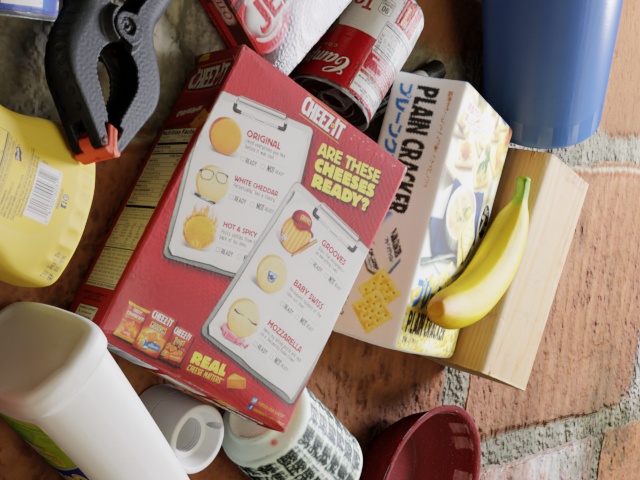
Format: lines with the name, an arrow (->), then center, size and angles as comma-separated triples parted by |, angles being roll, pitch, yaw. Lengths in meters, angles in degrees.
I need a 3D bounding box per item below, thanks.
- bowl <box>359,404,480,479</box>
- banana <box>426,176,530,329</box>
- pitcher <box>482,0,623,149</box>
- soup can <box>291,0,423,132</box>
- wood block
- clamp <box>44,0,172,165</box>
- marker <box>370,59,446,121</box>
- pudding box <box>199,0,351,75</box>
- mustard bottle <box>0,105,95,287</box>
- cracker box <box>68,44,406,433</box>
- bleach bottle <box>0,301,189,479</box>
bowl -> 0.082, 0.223, 0.985 | 0.161, 0.055, 0.162 | -16, 112, -46
banana -> 0.133, 0.024, 0.886 | 0.197, 0.037, 0.069 | -51, 133, -44
pitcher -> 0.203, -0.213, 0.940 | 0.149, 0.145, 0.243 | -28, 133, -29
soup can -> 0.029, -0.142, 0.817 | 0.068, 0.069, 0.102 | 48, 64, -44
wood block -> 0.166, 0.023, 1.000 | 0.090, 0.091, 0.206 | 26, 80, -49
clamp -> -0.133, -0.133, 0.634 | 0.120, 0.039, 0.171 | 28, 57, -40
marker -> 0.067, -0.126, 0.902 | 0.120, 0.020, 0.020 | -34, 124, -38
pudding box -> -0.029, -0.181, 0.762 | 0.113, 0.039, 0.090 | -54, 134, -25
mustard bottle -> -0.211, -0.048, 0.575 | 0.191, 0.058, 0.096 | 33, 65, -48
cracker box -> -0.055, 0.001, 0.738 | 0.164, 0.072, 0.213 | 33, 74, -32
bleach bottle -> -0.127, 0.149, 0.691 | 0.068, 0.103, 0.250 | -50, 132, -27
